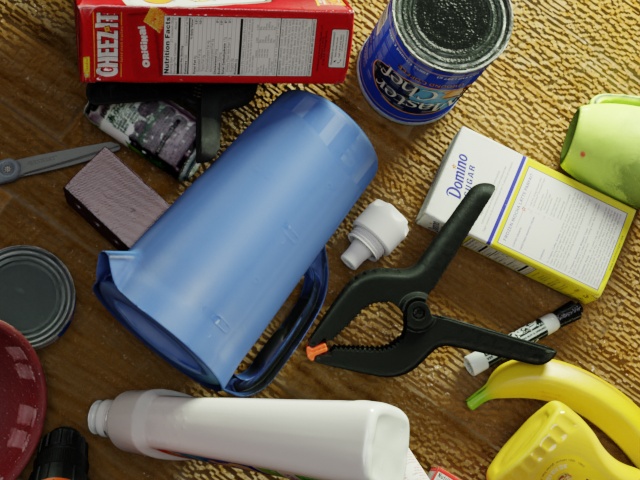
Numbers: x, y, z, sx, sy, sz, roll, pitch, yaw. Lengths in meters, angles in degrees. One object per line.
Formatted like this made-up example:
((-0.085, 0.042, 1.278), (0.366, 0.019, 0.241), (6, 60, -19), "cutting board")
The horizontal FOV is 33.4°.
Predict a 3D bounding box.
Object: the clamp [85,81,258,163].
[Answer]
((-0.097, -0.122, 0.892), (0.120, 0.039, 0.171), (40, 44, 14), "clamp")

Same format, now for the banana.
((0.230, 0.150, 0.942), (0.198, 0.037, 0.070), (23, 105, -1), "banana")

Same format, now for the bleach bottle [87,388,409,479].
((-0.064, 0.151, 0.836), (0.251, 0.102, 0.068), (2, 75, 23), "bleach bottle")

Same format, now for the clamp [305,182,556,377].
((0.091, 0.067, 0.915), (0.210, 0.036, 0.164), (-28, 91, -1), "clamp")

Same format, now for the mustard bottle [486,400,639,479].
((0.241, 0.231, 0.908), (0.191, 0.058, 0.096), (40, 96, -4), "mustard bottle")

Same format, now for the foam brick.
((-0.171, -0.031, 0.900), (0.078, 0.053, 0.051), (43, 75, 1), "foam brick")

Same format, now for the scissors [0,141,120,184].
((-0.282, -0.073, 0.909), (0.201, 0.016, 0.096), (-30, 85, -14), "scissors")

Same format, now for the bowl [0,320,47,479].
((-0.294, 0.131, 0.822), (0.161, 0.055, 0.162), (-11, 106, -46), "bowl")

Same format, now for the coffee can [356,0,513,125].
((0.095, -0.170, 0.927), (0.102, 0.140, 0.103), (2, 78, -9), "coffee can")

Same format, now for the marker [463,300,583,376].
((0.183, 0.086, 0.953), (0.121, 0.020, 0.020), (-26, 84, -13), "marker")

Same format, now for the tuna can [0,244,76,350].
((-0.245, 0.049, 0.881), (0.086, 0.034, 0.086), (2, 78, -9), "tuna can")

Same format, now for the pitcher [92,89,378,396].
((-0.056, 0.001, 0.884), (0.145, 0.149, 0.242), (34, 71, 15), "pitcher")

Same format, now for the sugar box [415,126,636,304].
((0.184, -0.022, 0.962), (0.176, 0.048, 0.093), (26, 76, 0), "sugar box")

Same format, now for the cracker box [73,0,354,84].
((-0.095, -0.186, 0.883), (0.213, 0.164, 0.072), (-2, 120, -13), "cracker box")
